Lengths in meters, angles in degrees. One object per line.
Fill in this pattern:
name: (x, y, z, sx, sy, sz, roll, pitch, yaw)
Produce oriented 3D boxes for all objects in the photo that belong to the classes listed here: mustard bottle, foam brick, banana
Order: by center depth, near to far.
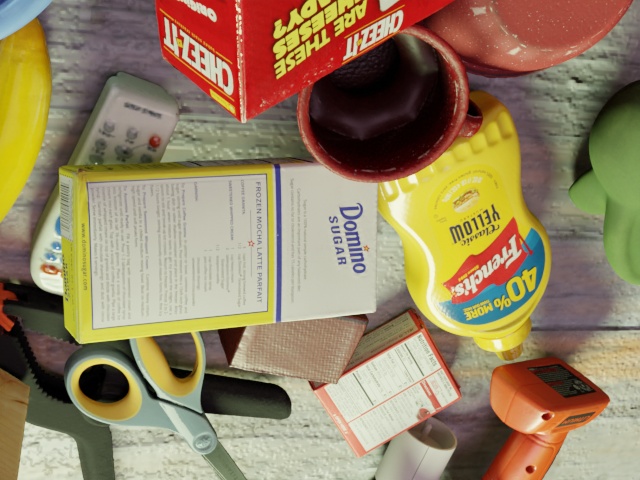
banana: (-0.201, -0.033, 0.586, 0.198, 0.037, 0.069, -45, 122, 10)
foam brick: (-0.019, 0.052, 0.682, 0.078, 0.053, 0.051, 13, 114, -22)
mustard bottle: (0.098, 0.005, 0.689, 0.096, 0.058, 0.191, -29, 124, -6)

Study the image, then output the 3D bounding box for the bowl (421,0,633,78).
bowl: (0.127, -0.160, 0.606, 0.162, 0.055, 0.162, -8, 121, -13)

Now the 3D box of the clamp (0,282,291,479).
clamp: (-0.126, 0.095, 0.682, 0.164, 0.036, 0.210, -32, 123, 2)

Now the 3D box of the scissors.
scissors: (-0.096, 0.125, 0.676, 0.096, 0.016, 0.202, -19, 117, -11)

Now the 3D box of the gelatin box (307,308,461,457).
gelatin box: (0.045, 0.099, 0.743, 0.089, 0.030, 0.073, -31, 122, 1)

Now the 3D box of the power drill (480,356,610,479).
power drill: (0.117, 0.175, 0.759, 0.184, 0.057, 0.188, -2, 124, -51)

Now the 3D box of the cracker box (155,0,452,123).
cracker box: (0.004, -0.180, 0.452, 0.164, 0.072, 0.214, -34, 147, -27)

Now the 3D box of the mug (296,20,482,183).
mug: (0.038, -0.089, 0.597, 0.117, 0.081, 0.093, 15, 118, -19)

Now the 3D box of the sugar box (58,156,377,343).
sugar box: (-0.054, 0.001, 0.600, 0.176, 0.048, 0.093, -4, 101, -26)
